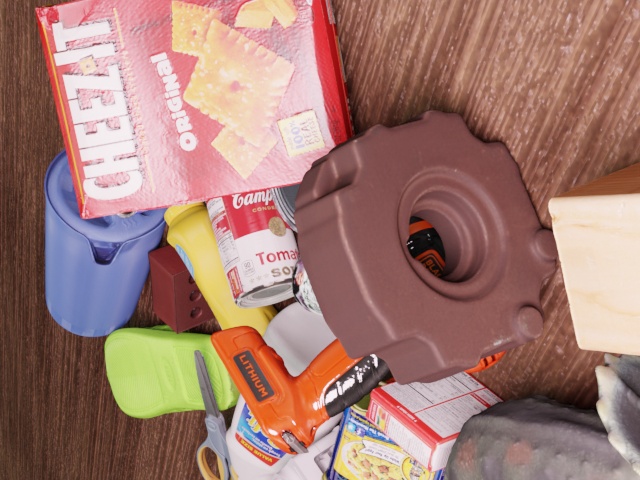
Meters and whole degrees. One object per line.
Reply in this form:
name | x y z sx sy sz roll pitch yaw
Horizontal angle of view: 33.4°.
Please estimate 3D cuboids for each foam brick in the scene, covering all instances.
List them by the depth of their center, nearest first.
foam brick | -0.146 0.047 1.130 0.051 0.052 0.078 35 136 42

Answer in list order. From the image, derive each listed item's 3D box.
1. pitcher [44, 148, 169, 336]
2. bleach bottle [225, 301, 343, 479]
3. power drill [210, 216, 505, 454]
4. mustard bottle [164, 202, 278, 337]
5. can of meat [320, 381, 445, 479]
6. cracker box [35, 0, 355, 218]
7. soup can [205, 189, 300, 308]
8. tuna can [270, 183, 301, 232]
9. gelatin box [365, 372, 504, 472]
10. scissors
pitcher | -0.244 -0.002 1.194 0.145 0.149 0.243 43 145 12
bleach bottle | -0.031 0.169 0.997 0.103 0.068 0.251 39 138 16
power drill | 0.017 0.052 0.778 0.184 0.187 0.057 57 -179 31
mustard bottle | -0.099 0.027 1.032 0.192 0.058 0.096 57 178 19
can of meat | 0.059 0.168 0.834 0.102 0.057 0.084 23 115 20
cracker box | -0.089 -0.114 0.803 0.072 0.214 0.164 -62 -38 -78
soup can | -0.056 0.001 0.937 0.069 0.068 0.102 -41 62 56
tuna can | -0.007 -0.048 0.884 0.086 0.033 0.086 33 134 43
gelatin box | 0.091 0.130 0.790 0.073 0.089 0.030 36 126 42
scissors | -0.093 0.200 1.098 0.096 0.016 0.202 27 136 20
